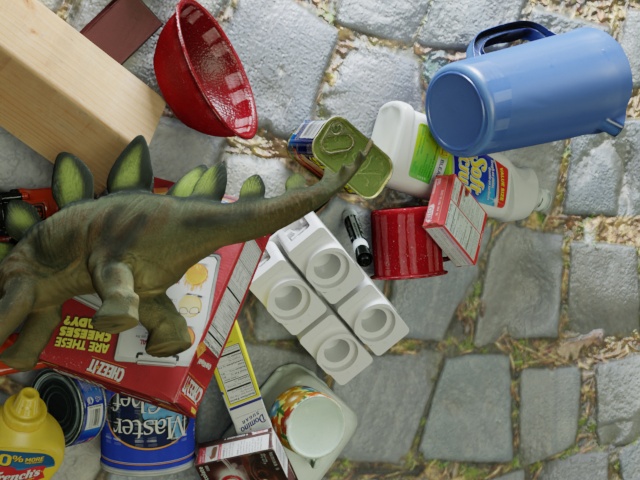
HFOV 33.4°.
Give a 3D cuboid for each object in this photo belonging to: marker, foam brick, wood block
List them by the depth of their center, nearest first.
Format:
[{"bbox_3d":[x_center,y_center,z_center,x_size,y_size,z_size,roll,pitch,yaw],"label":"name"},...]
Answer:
[{"bbox_3d":[-0.268,-0.152,1.059,0.206,0.091,0.090,38,40,-23],"label":"wood block"},{"bbox_3d":[-0.213,-0.217,1.115,0.078,0.053,0.051,-47,111,-13],"label":"foam brick"},{"bbox_3d":[0.042,-0.003,1.217,0.020,0.121,0.020,-3,116,-6],"label":"marker"}]

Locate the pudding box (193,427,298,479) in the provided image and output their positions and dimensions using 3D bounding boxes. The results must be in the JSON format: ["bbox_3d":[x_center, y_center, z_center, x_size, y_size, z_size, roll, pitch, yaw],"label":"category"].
[{"bbox_3d":[-0.075,0.260,1.154,0.090,0.039,0.113,-15,120,10],"label":"pudding box"}]

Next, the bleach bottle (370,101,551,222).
[{"bbox_3d":[0.179,-0.087,1.301,0.250,0.068,0.102,15,90,-27],"label":"bleach bottle"}]

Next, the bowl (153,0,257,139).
[{"bbox_3d":[-0.129,-0.171,1.126,0.055,0.162,0.162,-23,108,17],"label":"bowl"}]

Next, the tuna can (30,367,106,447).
[{"bbox_3d":[-0.264,0.172,1.111,0.033,0.086,0.086,-4,98,-55],"label":"tuna can"}]

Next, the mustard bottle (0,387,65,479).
[{"bbox_3d":[-0.306,0.216,1.062,0.096,0.058,0.192,9,127,-20],"label":"mustard bottle"}]

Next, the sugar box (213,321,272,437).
[{"bbox_3d":[-0.103,0.120,1.163,0.048,0.093,0.176,-22,113,-6],"label":"sugar box"}]

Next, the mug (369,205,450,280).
[{"bbox_3d":[0.113,0.001,1.264,0.117,0.093,0.081,-5,93,-18],"label":"mug"}]

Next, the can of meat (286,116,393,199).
[{"bbox_3d":[0.020,-0.095,1.215,0.102,0.084,0.057,38,80,-23],"label":"can of meat"}]

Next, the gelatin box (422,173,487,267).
[{"bbox_3d":[0.156,-0.023,1.238,0.089,0.030,0.073,45,51,-40],"label":"gelatin box"}]

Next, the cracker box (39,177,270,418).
[{"bbox_3d":[-0.162,0.049,1.061,0.072,0.164,0.213,60,48,-62],"label":"cracker box"}]

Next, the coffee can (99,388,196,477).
[{"bbox_3d":[-0.185,0.169,1.140,0.102,0.103,0.140,-2,96,-24],"label":"coffee can"}]

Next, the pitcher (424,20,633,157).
[{"bbox_3d":[0.236,-0.178,1.257,0.242,0.149,0.145,-16,109,-36],"label":"pitcher"}]
